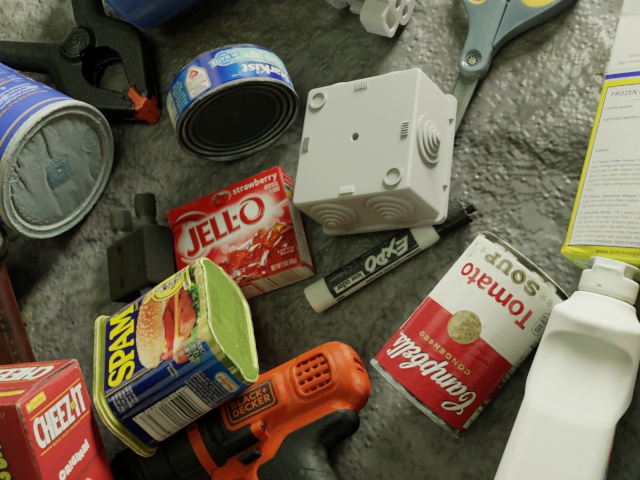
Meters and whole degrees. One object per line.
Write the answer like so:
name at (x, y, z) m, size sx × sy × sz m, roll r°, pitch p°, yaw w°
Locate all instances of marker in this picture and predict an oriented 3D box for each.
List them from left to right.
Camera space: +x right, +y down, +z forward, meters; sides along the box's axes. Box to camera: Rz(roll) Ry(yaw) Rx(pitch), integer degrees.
marker at (0.045, 0.008, 0.676) m, size 0.121 × 0.020 × 0.020 m, roll -32°, pitch 64°, yaw 11°

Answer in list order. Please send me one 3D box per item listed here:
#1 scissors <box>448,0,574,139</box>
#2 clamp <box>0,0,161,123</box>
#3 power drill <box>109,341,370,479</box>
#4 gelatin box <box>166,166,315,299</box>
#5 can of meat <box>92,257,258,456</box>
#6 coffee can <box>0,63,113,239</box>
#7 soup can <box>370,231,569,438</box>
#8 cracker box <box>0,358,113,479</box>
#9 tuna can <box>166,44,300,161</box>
scissors at (0.119, -0.121, 0.688) m, size 0.096 × 0.016 × 0.201 m, roll 2°, pitch 75°, yaw 24°
clamp at (-0.176, -0.154, 0.812) m, size 0.172 × 0.039 × 0.120 m, roll 33°, pitch 92°, yaw 22°
power drill at (-0.036, 0.170, 0.625) m, size 0.184 × 0.057 × 0.188 m, roll -29°, pitch 57°, yaw 13°
gelatin box at (-0.055, 0.001, 0.714) m, size 0.089 × 0.030 × 0.073 m, roll -20°, pitch 67°, yaw 16°
can of meat at (-0.088, 0.068, 0.651) m, size 0.084 × 0.057 × 0.102 m, roll -33°, pitch 33°, yaw 12°
coffee can at (-0.236, -0.075, 0.775) m, size 0.140 × 0.102 × 0.103 m, roll 27°, pitch 85°, yaw 28°
soup can at (0.087, 0.054, 0.617) m, size 0.069 × 0.068 × 0.102 m, roll 41°, pitch 91°, yaw 28°
cracker box at (-0.199, 0.184, 0.639) m, size 0.164 × 0.072 × 0.214 m, roll -7°, pitch 105°, yaw 21°
tuna can at (-0.059, -0.092, 0.715) m, size 0.086 × 0.086 × 0.034 m, roll -28°, pitch 63°, yaw 13°
